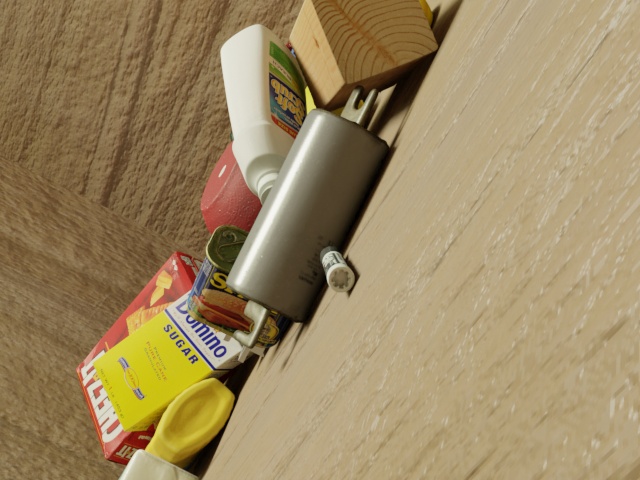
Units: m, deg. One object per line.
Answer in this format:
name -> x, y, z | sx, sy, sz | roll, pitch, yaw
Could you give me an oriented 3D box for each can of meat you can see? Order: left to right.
can of meat -> -0.068, 0.046, 0.997 | 0.057, 0.102, 0.084 | -70, 6, -48

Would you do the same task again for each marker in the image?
marker -> 0.011, 0.020, 0.796 | 0.020, 0.020, 0.121 | -63, 6, 5

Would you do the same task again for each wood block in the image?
wood block -> 0.033, -0.187, 1.010 | 0.090, 0.091, 0.206 | -22, 2, -6

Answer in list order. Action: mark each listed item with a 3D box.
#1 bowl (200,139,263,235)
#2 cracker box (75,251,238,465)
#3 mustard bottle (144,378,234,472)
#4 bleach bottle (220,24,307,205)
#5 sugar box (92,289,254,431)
bowl -> -0.083, -0.060, 1.143 | 0.162, 0.055, 0.162 | -52, 20, 28
cracker box -> -0.193, 0.142, 1.284 | 0.214, 0.072, 0.164 | -48, 42, 14
mustard bottle -> -0.156, 0.225, 1.184 | 0.096, 0.058, 0.192 | -46, -6, -34
bleach bottle -> -0.048, -0.110, 1.039 | 0.068, 0.102, 0.251 | -30, 37, 16
sugar box -> -0.161, 0.127, 1.175 | 0.176, 0.093, 0.048 | -37, -19, 20
